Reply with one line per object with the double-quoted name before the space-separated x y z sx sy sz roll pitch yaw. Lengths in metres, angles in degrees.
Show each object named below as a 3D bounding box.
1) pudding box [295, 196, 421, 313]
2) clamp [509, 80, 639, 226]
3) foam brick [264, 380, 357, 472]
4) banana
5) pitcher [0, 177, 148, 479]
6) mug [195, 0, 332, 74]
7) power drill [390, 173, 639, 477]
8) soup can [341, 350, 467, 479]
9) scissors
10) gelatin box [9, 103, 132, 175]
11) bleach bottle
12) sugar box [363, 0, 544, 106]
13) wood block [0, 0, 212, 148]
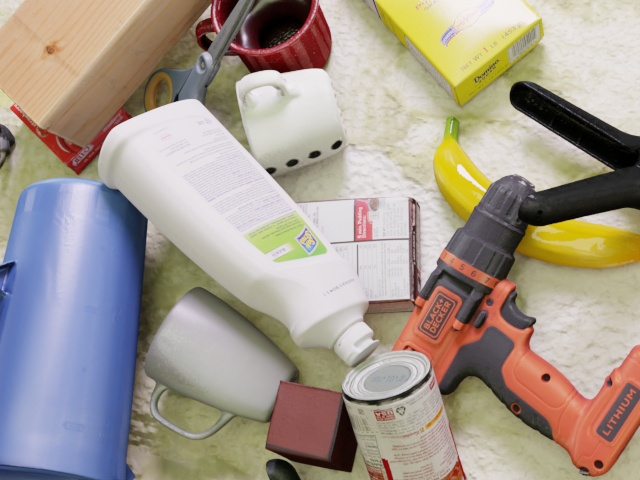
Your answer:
"pudding box" 0.024 0.013 0.858 0.114 0.039 0.090 -4 75 16
"clamp" 0.235 -0.044 0.784 0.210 0.036 0.164 16 41 3
"foam brick" -0.003 0.141 0.804 0.053 0.078 0.051 8 74 15
"banana" 0.157 -0.026 0.835 0.198 0.037 0.069 37 87 22
"pitcher" -0.212 0.075 0.841 0.145 0.149 0.243 3 68 3
"mug" -0.049 -0.180 0.913 0.117 0.081 0.093 -11 71 11
"power drill" 0.161 0.067 0.779 0.188 0.057 0.184 33 101 23
"soup can" 0.060 0.139 0.766 0.068 0.068 0.102 -15 110 10
"scissors" -0.105 -0.151 0.892 0.096 0.016 0.202 51 131 34
"gelatin box" -0.226 -0.115 0.966 0.073 0.030 0.089 -46 68 -2
"bleach bottle" -0.055 0.001 0.813 0.102 0.068 0.251 -29 66 -37
"sugar box" 0.097 -0.208 0.903 0.093 0.048 0.176 -39 69 0
"wood block" -0.177 -0.190 0.897 0.091 0.090 0.206 43 94 14
